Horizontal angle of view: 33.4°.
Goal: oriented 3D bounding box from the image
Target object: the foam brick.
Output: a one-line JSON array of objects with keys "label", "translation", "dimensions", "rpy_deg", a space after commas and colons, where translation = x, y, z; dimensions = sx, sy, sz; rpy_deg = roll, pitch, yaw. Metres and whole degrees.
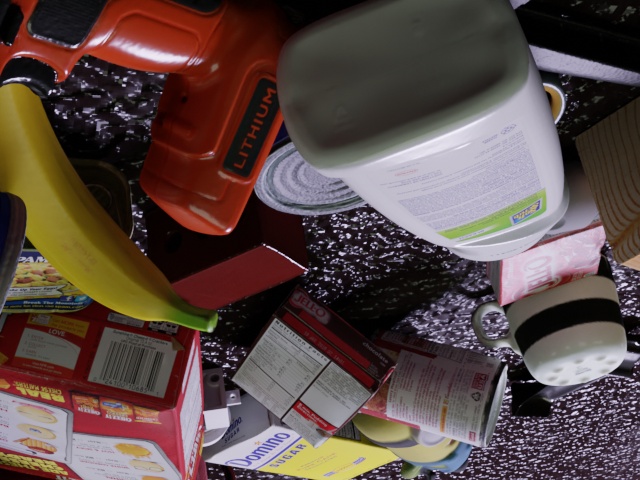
[{"label": "foam brick", "translation": [-0.054, 0.001, 0.621], "dimensions": [0.078, 0.053, 0.051], "rpy_deg": [-24, 149, 22]}]

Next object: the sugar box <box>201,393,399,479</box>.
[{"label": "sugar box", "translation": [-0.015, 0.179, 0.963], "dimensions": [0.175, 0.048, 0.093], "rpy_deg": [17, 141, -43]}]

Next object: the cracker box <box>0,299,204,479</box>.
[{"label": "cracker box", "translation": [-0.162, 0.100, 0.704], "dimensions": [0.164, 0.072, 0.214], "rpy_deg": [12, 151, 2]}]

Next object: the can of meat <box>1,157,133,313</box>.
[{"label": "can of meat", "translation": [-0.161, -0.001, 0.579], "dimensions": [0.102, 0.057, 0.084], "rpy_deg": [2, 150, -23]}]

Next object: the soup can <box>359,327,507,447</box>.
[{"label": "soup can", "translation": [0.084, 0.111, 0.809], "dimensions": [0.102, 0.068, 0.068], "rpy_deg": [14, 156, 17]}]

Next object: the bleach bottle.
[{"label": "bleach bottle", "translation": [0.066, -0.035, 0.523], "dimensions": [0.103, 0.068, 0.250], "rpy_deg": [-19, 160, 12]}]

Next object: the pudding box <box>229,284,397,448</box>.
[{"label": "pudding box", "translation": [-0.008, 0.094, 0.771], "dimensions": [0.090, 0.039, 0.114], "rpy_deg": [39, 140, 3]}]

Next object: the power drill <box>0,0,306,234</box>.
[{"label": "power drill", "translation": [-0.097, -0.059, 0.407], "dimensions": [0.187, 0.057, 0.184], "rpy_deg": [19, 97, -51]}]

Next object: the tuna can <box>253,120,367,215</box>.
[{"label": "tuna can", "translation": [0.002, -0.049, 0.570], "dimensions": [0.086, 0.034, 0.086], "rpy_deg": [-8, 151, -5]}]

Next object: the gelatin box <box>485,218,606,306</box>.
[{"label": "gelatin box", "translation": [0.150, 0.007, 0.713], "dimensions": [0.073, 0.030, 0.089], "rpy_deg": [-18, 154, -1]}]

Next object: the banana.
[{"label": "banana", "translation": [-0.121, -0.030, 0.497], "dimensions": [0.070, 0.037, 0.197], "rpy_deg": [-18, 121, 26]}]
